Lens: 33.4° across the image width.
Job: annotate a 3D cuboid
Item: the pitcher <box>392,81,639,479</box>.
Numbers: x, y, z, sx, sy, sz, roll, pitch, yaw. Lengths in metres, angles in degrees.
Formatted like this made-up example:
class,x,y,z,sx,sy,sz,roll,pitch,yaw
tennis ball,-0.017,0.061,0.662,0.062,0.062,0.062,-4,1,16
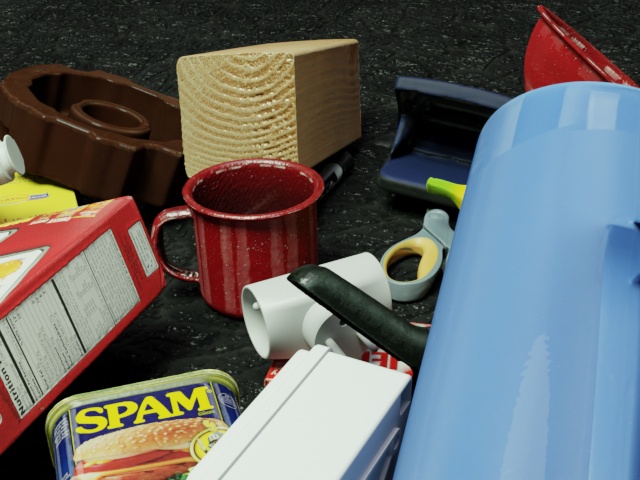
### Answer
class,x,y,z,sx,sy,sz,roll,pitch,yaw
pitcher,0.106,0.054,0.430,0.149,0.145,0.242,-5,56,31

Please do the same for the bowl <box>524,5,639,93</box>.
class,x,y,z,sx,sy,sz,roll,pitch,yaw
bowl,0.207,-0.104,0.805,0.162,0.055,0.162,36,21,-16

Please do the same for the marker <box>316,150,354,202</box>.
class,x,y,z,sx,sy,sz,roll,pitch,yaw
marker,-0.001,-0.044,0.863,0.020,0.020,0.121,10,30,22

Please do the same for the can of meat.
class,x,y,z,sx,sy,sz,roll,pitch,yaw
can of meat,-0.081,0.117,0.528,0.102,0.057,0.084,-10,32,-13

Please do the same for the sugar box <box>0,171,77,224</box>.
class,x,y,z,sx,sy,sz,roll,pitch,yaw
sugar box,-0.237,-0.031,0.827,0.093,0.048,0.176,-9,30,-15

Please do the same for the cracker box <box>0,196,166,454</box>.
class,x,y,z,sx,sy,sz,roll,pitch,yaw
cracker box,-0.208,0.061,0.588,0.164,0.072,0.213,-9,23,28

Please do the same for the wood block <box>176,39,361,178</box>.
class,x,y,z,sx,sy,sz,roll,pitch,yaw
wood block,-0.033,-0.111,0.858,0.090,0.091,0.206,0,13,15

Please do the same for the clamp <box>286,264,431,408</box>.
class,x,y,z,sx,sy,sz,roll,pitch,yaw
clamp,0.055,0.067,0.559,0.171,0.120,0.039,-5,9,-15

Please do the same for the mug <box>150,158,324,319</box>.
class,x,y,z,sx,sy,sz,roll,pitch,yaw
mug,-0.055,0.001,0.716,0.117,0.081,0.093,-5,28,-7

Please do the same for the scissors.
class,x,y,z,sx,sy,sz,roll,pitch,yaw
scissors,0.103,-0.006,0.790,0.096,0.016,0.201,11,30,19
